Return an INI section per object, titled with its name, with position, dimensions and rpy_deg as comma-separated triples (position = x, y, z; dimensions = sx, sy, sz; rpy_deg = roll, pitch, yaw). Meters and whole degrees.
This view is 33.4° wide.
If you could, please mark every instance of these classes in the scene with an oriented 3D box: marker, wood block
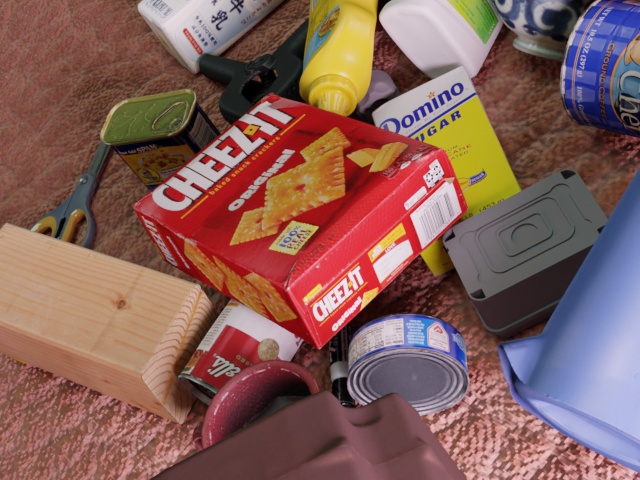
[marker]
position = 0.016, 0.084, 0.834
dimensions = 0.020, 0.020, 0.121
rpy_deg = -18, 48, 18
[wood block]
position = -0.194, 0.067, 0.898
dimensions = 0.206, 0.090, 0.090
rpy_deg = 16, 62, 27

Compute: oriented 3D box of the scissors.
[scissors]
position = -0.259, -0.048, 1.108
dimensions = 0.096, 0.016, 0.201
rpy_deg = -16, 48, 20

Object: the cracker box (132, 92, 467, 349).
[cracker box]
position = -0.022, -0.026, 0.825
dimensions = 0.164, 0.072, 0.214
rpy_deg = -42, 40, -20

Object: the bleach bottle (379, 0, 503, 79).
[bleach bottle]
position = 0.150, -0.269, 0.980
dimensions = 0.068, 0.102, 0.250
rpy_deg = 1, 55, 50

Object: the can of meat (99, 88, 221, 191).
[can of meat]
position = -0.145, -0.093, 1.028
dimensions = 0.102, 0.084, 0.057
rpy_deg = -5, 52, 28

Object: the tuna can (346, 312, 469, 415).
[tuna can]
position = 0.062, 0.088, 0.756
dimensions = 0.086, 0.086, 0.033
rpy_deg = -15, 47, 20

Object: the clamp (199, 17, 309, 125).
[clamp]
position = -0.044, -0.165, 1.037
dimensions = 0.165, 0.036, 0.210
rpy_deg = -26, 31, 10

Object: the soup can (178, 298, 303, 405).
[soup can]
position = -0.056, 0.085, 0.842
dimensions = 0.069, 0.068, 0.102
rpy_deg = 17, 65, 39

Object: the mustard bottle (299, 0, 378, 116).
[mustard bottle]
position = 0.016, -0.172, 0.947
dimensions = 0.096, 0.058, 0.191
rpy_deg = -53, 22, 44

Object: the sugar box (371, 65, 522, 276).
[sugar box]
position = 0.106, -0.062, 0.880
dimensions = 0.093, 0.048, 0.176
rpy_deg = -26, 47, 11

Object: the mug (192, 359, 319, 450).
[mug]
position = -0.036, 0.147, 0.770
dimensions = 0.117, 0.081, 0.093
rpy_deg = -8, 51, 25
